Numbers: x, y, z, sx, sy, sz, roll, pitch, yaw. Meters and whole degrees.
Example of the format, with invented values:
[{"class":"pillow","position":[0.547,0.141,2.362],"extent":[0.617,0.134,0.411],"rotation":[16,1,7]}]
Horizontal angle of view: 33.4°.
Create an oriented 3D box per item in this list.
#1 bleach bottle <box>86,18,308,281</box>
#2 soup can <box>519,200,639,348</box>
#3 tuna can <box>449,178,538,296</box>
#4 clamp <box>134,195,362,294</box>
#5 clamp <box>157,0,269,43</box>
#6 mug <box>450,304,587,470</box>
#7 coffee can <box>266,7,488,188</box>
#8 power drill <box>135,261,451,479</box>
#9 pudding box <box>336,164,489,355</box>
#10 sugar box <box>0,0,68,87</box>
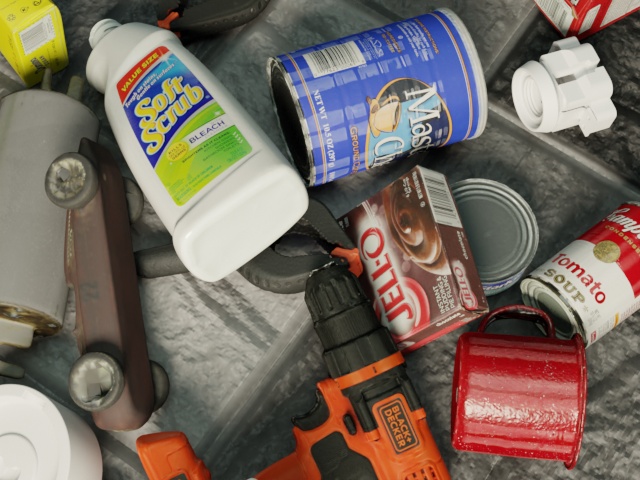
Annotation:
[{"class":"bleach bottle","position":[-0.114,-0.086,0.792],"extent":[0.102,0.068,0.251],"rotation":[-37,54,-6]},{"class":"soup can","position":[0.204,0.026,0.775],"extent":[0.102,0.068,0.068],"rotation":[-34,72,-15]},{"class":"tuna can","position":[0.118,-0.001,0.802],"extent":[0.086,0.034,0.086],"rotation":[1,66,-2]},{"class":"clamp","position":[-0.055,0.001,0.781],"extent":[0.172,0.039,0.120],"rotation":[25,75,26]},{"class":"clamp","position":[-0.072,-0.248,0.900],"extent":[0.165,0.036,0.209],"rotation":[42,72,14]},{"class":"mug","position":[0.133,0.096,0.733],"extent":[0.081,0.093,0.117],"rotation":[5,59,5]},{"class":"coffee can","position":[0.041,-0.108,0.808],"extent":[0.140,0.103,0.103],"rotation":[-17,68,-10]},{"class":"power drill","position":[-0.023,0.127,0.710],"extent":[0.187,0.057,0.184],"rotation":[-24,84,-9]},{"class":"pudding box","position":[0.063,0.017,0.762],"extent":[0.039,0.090,0.113],"rotation":[12,56,-43]},{"class":"sugar box","position":[-0.268,-0.214,0.837],"extent":[0.048,0.093,0.176],"rotation":[-37,79,-18]}]
